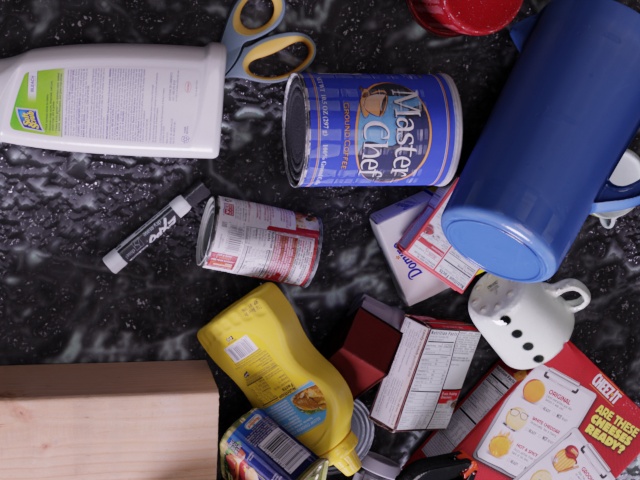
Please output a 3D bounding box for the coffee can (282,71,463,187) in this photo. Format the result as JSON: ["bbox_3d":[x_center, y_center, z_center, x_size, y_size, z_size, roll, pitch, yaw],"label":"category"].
[{"bbox_3d":[0.044,-0.099,0.957,0.140,0.103,0.103,-1,104,-13],"label":"coffee can"}]

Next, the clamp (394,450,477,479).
[{"bbox_3d":[0.083,0.271,1.016,0.171,0.039,0.120,-31,121,-9],"label":"clamp"}]

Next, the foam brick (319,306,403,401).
[{"bbox_3d":[0.033,0.108,1.010,0.051,0.078,0.053,31,52,-9],"label":"foam brick"}]

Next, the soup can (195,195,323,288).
[{"bbox_3d":[-0.056,0.001,0.976,0.102,0.068,0.068,12,100,-16],"label":"soup can"}]

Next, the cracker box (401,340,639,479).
[{"bbox_3d":[0.213,0.213,1.094,0.164,0.072,0.213,42,90,-19],"label":"cracker box"}]

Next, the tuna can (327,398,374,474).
[{"bbox_3d":[0.008,0.186,1.056,0.086,0.034,0.086,-3,104,-13],"label":"tuna can"}]

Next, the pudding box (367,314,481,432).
[{"bbox_3d":[0.103,0.130,1.044,0.089,0.039,0.113,9,101,-47],"label":"pudding box"}]

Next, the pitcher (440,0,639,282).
[{"bbox_3d":[0.213,-0.083,0.937,0.145,0.149,0.242,42,67,-27],"label":"pitcher"}]

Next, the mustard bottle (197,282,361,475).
[{"bbox_3d":[-0.025,0.137,0.986,0.096,0.058,0.191,-34,93,35],"label":"mustard bottle"}]

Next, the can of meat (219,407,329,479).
[{"bbox_3d":[-0.044,0.208,0.968,0.057,0.084,0.102,-41,156,-28],"label":"can of meat"}]

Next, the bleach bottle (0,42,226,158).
[{"bbox_3d":[-0.208,-0.127,0.903,0.250,0.068,0.102,4,100,-6],"label":"bleach bottle"}]

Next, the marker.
[{"bbox_3d":[-0.147,-0.015,0.976,0.121,0.020,0.020,-40,109,-2],"label":"marker"}]

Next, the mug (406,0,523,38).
[{"bbox_3d":[0.120,-0.227,0.955,0.117,0.081,0.093,0,104,-14],"label":"mug"}]

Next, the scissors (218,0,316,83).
[{"bbox_3d":[-0.103,-0.167,0.951,0.201,0.016,0.096,-13,105,-10],"label":"scissors"}]

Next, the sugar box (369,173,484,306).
[{"bbox_3d":[0.143,-0.016,1.034,0.176,0.048,0.093,-23,108,-3],"label":"sugar box"}]

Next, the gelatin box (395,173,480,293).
[{"bbox_3d":[0.125,-0.007,0.992,0.073,0.030,0.089,34,95,-18],"label":"gelatin box"}]

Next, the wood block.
[{"bbox_3d":[-0.201,0.167,0.970,0.206,0.091,0.090,0,104,-14],"label":"wood block"}]
